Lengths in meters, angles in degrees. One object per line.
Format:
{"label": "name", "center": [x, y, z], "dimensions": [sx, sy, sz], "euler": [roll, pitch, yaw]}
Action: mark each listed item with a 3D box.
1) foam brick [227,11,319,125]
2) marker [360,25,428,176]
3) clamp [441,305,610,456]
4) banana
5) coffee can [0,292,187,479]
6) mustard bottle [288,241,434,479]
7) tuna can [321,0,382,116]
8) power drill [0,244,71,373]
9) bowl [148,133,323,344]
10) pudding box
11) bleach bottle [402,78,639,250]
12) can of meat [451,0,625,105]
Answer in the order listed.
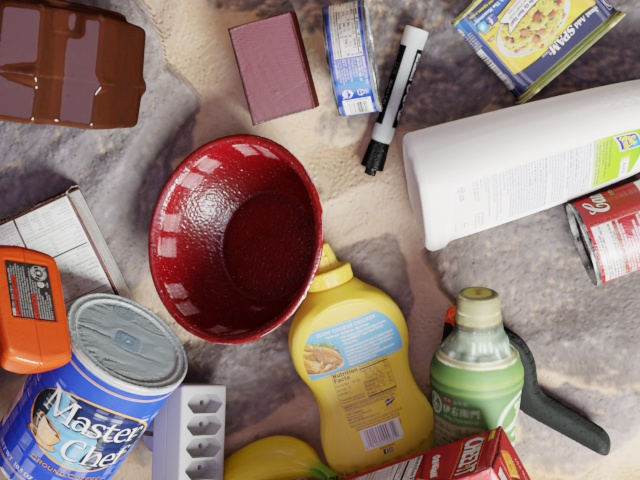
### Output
{"label": "foam brick", "center": [-0.036, -0.134, 0.829], "dimensions": [0.051, 0.053, 0.078], "euler": [-14, 98, 6]}
{"label": "marker", "center": [0.058, -0.109, 0.844], "dimensions": [0.020, 0.020, 0.121], "euler": [18, 100, 1]}
{"label": "clamp", "center": [0.157, 0.127, 0.867], "dimensions": [0.120, 0.039, 0.171], "euler": [-21, 101, 7]}
{"label": "banana", "center": [-0.073, 0.213, 0.885], "dimensions": [0.198, 0.069, 0.037], "euler": [-35, 124, 20]}
{"label": "coffee can", "center": [-0.183, 0.126, 0.842], "dimensions": [0.103, 0.102, 0.140], "euler": [35, 115, -2]}
{"label": "mustard bottle", "center": [0.027, 0.093, 0.860], "dimensions": [0.096, 0.058, 0.191], "euler": [-19, 98, -3]}
{"label": "tuna can", "center": [0.024, -0.138, 0.808], "dimensions": [0.034, 0.086, 0.086], "euler": [-8, 99, 7]}
{"label": "power drill", "center": [-0.259, 0.106, 0.812], "dimensions": [0.188, 0.057, 0.184], "euler": [-42, 54, 35]}
{"label": "bowl", "center": [-0.055, 0.001, 0.833], "dimensions": [0.162, 0.055, 0.162], "euler": [-4, 81, 29]}
{"label": "pudding box", "center": [-0.218, 0.024, 0.876], "dimensions": [0.090, 0.039, 0.113], "euler": [-24, 100, 5]}
{"label": "bleach bottle", "center": [0.192, -0.069, 0.812], "dimensions": [0.251, 0.102, 0.068], "euler": [-15, 58, 0]}
{"label": "can of meat", "center": [0.162, -0.167, 0.808], "dimensions": [0.102, 0.057, 0.084], "euler": [-42, 93, 9]}
